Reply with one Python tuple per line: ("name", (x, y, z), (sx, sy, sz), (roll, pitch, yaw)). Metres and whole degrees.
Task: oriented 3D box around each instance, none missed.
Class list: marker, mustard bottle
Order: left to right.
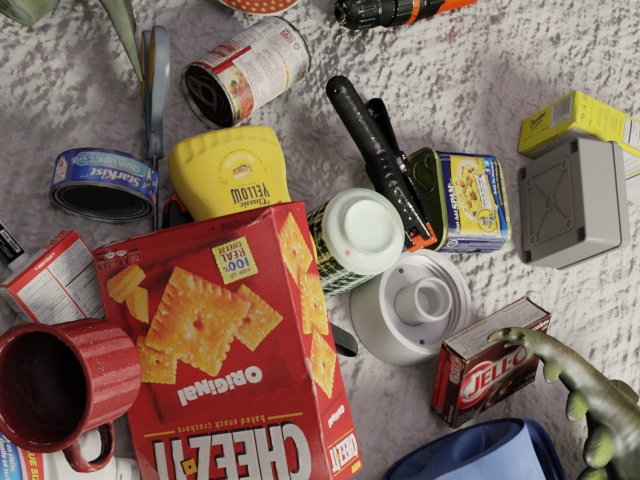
("marker", (-0.272, -0.021, 0.855), (0.020, 0.020, 0.121), (-41, 95, -29))
("mustard bottle", (-0.056, 0.001, 0.894), (0.096, 0.058, 0.192), (-13, 75, -27))

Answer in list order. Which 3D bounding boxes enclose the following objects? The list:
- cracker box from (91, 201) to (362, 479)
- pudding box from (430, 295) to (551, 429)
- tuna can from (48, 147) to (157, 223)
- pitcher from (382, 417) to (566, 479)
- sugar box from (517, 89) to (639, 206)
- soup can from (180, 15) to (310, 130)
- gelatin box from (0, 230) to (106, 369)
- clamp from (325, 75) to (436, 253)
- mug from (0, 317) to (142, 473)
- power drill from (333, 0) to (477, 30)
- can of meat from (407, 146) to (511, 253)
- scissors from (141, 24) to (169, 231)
("cracker box", (-0.074, 0.090, 0.819), (0.072, 0.164, 0.214), (-14, 92, -67))
("pudding box", (0.157, 0.113, 0.990), (0.113, 0.090, 0.039), (-26, 49, -31))
("tuna can", (-0.176, -0.044, 0.871), (0.086, 0.086, 0.034), (13, 69, -23))
("pitcher", (0.168, 0.282, 0.930), (0.149, 0.145, 0.243), (-24, 91, 6))
("sugar box", (0.307, -0.093, 1.120), (0.176, 0.093, 0.048), (19, 68, -22))
("soup can", (-0.066, -0.152, 0.966), (0.102, 0.069, 0.068), (-39, 95, -30))
("gelatin box", (-0.202, 0.048, 0.854), (0.073, 0.030, 0.089), (-46, 114, -29))
("clamp", (0.056, -0.073, 0.974), (0.120, 0.039, 0.171), (17, 46, -59))
("mug", (-0.180, 0.112, 0.781), (0.117, 0.093, 0.081), (68, 21, 5))
("power drill", (0.065, -0.308, 1.083), (0.184, 0.057, 0.187), (-20, 88, -33))
("can of meat", (0.134, -0.037, 1.039), (0.083, 0.058, 0.102), (1, 76, -28))
("scissors", (-0.138, -0.093, 0.904), (0.016, 0.096, 0.202), (-1, 73, -17))
